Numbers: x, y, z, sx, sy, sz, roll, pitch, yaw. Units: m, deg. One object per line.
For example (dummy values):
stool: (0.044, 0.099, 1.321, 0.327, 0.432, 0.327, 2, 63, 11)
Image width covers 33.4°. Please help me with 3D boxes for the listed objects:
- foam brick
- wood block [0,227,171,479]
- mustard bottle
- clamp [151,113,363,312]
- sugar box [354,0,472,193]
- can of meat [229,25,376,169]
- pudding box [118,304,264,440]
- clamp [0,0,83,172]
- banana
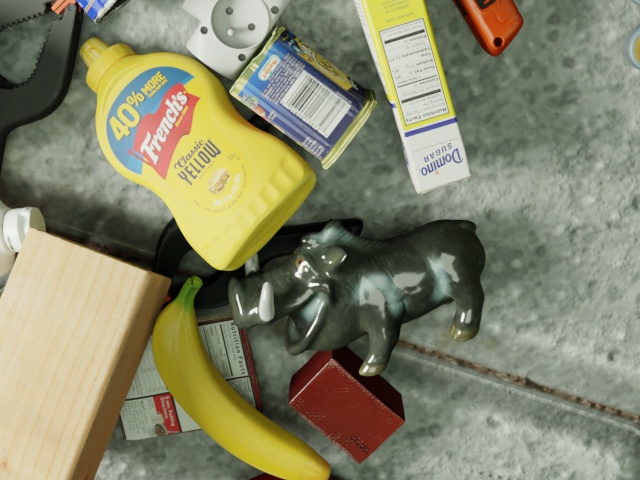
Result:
foam brick: (0.020, 0.123, 0.829, 0.078, 0.051, 0.053, 42, 102, -11)
wood block: (-0.187, 0.105, 0.738, 0.090, 0.091, 0.206, 20, 86, 4)
mustard bottle: (-0.100, -0.075, 0.751, 0.192, 0.058, 0.096, 44, 99, 12)
clamp: (-0.055, 0.001, 0.802, 0.120, 0.039, 0.171, 42, 101, -8)
sugar box: (0.059, -0.129, 0.737, 0.048, 0.093, 0.176, -19, 106, 5)
can of meat: (-0.011, -0.102, 0.740, 0.084, 0.102, 0.057, 36, 102, -8)
pudding box: (-0.107, 0.102, 0.830, 0.113, 0.039, 0.090, -11, 106, 0)
clamp: (-0.256, -0.114, 0.769, 0.164, 0.036, 0.210, 40, 106, -11)
banana: (-0.068, 0.117, 0.786, 0.070, 0.037, 0.197, -19, 117, 31)
